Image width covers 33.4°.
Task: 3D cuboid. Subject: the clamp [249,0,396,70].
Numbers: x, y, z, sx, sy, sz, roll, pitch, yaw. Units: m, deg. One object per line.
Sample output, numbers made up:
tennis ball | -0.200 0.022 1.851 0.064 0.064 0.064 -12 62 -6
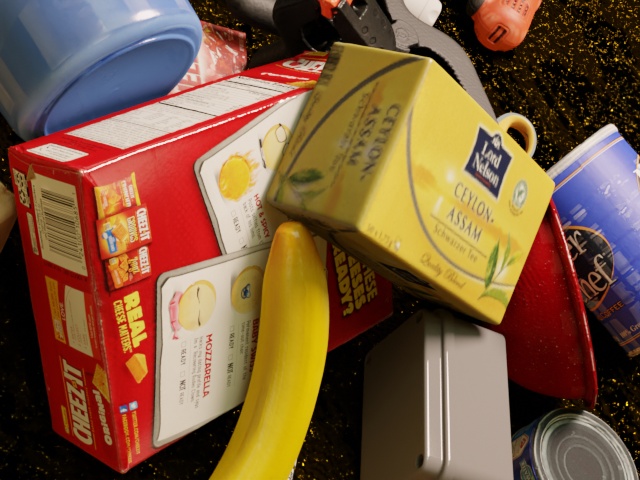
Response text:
clamp | 0.016 -0.111 0.667 0.120 0.171 0.039 24 77 -3

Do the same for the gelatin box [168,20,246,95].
gelatin box | -0.087 -0.112 0.731 0.073 0.030 0.089 12 53 -24

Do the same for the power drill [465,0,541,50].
power drill | 0.126 -0.273 0.957 0.187 0.057 0.184 32 47 -7

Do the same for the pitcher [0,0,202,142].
pitcher | -0.176 -0.166 0.548 0.243 0.149 0.144 56 34 9

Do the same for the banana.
banana | -0.031 0.089 0.556 0.037 0.198 0.069 22 1 33

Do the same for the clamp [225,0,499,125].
clamp | 0.041 -0.137 0.765 0.164 0.036 0.210 -35 83 -37

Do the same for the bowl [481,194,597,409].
bowl | 0.133 0.037 0.703 0.055 0.162 0.162 -13 59 5

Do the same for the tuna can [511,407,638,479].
tuna can | 0.163 0.152 0.689 0.086 0.034 0.086 16 51 -21

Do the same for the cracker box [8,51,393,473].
cracker box | -0.054 0.001 0.582 0.072 0.164 0.213 18 32 39
